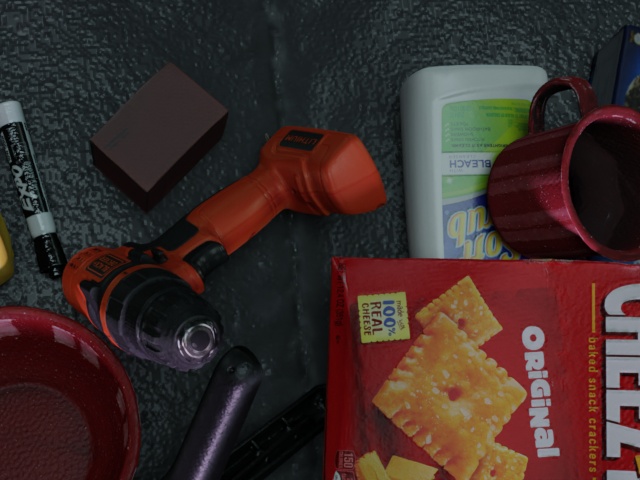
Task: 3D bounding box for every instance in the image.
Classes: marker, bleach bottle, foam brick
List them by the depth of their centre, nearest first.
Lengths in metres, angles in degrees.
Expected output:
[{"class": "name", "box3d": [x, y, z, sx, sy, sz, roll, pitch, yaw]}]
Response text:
[{"class": "marker", "box3d": [-0.190, -0.033, 0.699, 0.020, 0.020, 0.121, -17, 81, -12]}, {"class": "foam brick", "box3d": [-0.106, -0.068, 0.703, 0.053, 0.051, 0.078, 42, 75, 3]}, {"class": "bleach bottle", "box3d": [0.110, 0.012, 0.713, 0.102, 0.068, 0.251, -2, 81, -12]}]

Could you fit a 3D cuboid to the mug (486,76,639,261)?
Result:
[{"class": "mug", "box3d": [0.155, -0.042, 0.658, 0.093, 0.082, 0.117, -14, 92, -29]}]

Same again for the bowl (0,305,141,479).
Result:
[{"class": "bowl", "box3d": [-0.185, 0.123, 0.639, 0.162, 0.055, 0.162, 1, 69, -2]}]

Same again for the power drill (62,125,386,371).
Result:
[{"class": "power drill", "box3d": [-0.054, 0.001, 0.640, 0.187, 0.185, 0.057, -34, 115, -21]}]

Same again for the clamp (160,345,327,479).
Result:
[{"class": "clamp", "box3d": [-0.070, 0.154, 0.639, 0.036, 0.164, 0.210, 40, 97, 25]}]

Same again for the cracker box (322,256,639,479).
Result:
[{"class": "cracker box", "box3d": [0.110, 0.095, 0.625, 0.214, 0.072, 0.164, 1, 79, 8]}]
